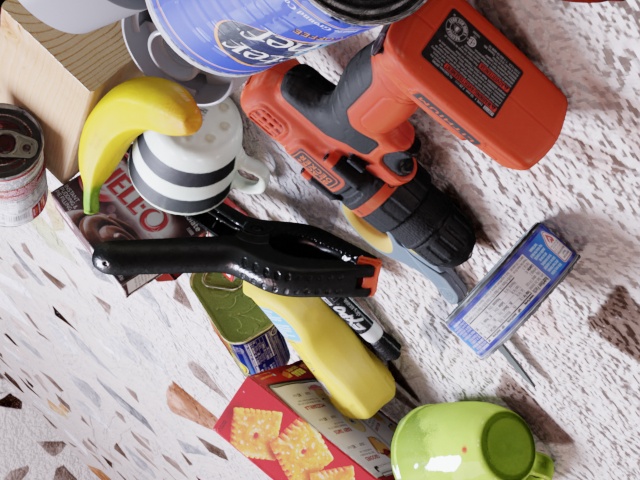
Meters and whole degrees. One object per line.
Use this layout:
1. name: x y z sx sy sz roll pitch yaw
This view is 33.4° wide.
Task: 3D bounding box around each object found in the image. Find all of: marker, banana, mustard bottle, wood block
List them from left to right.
1. wood block: -0.197 -0.135 0.858 0.091 0.090 0.206 45 156 -2
2. banana: -0.132 -0.078 0.756 0.198 0.037 0.069 -28 82 57
3. mustard bottle: -0.014 0.066 0.928 0.191 0.058 0.096 53 173 -17
4. marker: 0.026 0.060 0.888 0.121 0.020 0.020 45 158 -23

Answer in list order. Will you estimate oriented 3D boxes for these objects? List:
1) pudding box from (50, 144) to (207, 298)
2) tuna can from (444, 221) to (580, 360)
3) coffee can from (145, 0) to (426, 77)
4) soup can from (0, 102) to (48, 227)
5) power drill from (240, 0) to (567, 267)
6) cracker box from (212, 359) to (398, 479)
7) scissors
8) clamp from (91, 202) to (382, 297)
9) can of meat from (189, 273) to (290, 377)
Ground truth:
1. pudding box: -0.166 -0.019 0.930 0.113 0.090 0.039 51 161 15
2. tuna can: 0.114 0.030 0.640 0.034 0.086 0.086 43 156 7
3. coffee can: -0.017 -0.145 0.543 0.102 0.102 0.141 53 155 -18
4. soup can: -0.261 -0.060 0.884 0.068 0.068 0.102 41 156 7
5. power drill: 0.055 -0.057 0.619 0.184 0.057 0.188 38 156 -14
6. cracker box: 0.027 0.203 0.979 0.214 0.072 0.164 37 -168 16
7. scissors: 0.079 0.028 0.776 0.096 0.016 0.201 7 136 56
8. clamp: -0.056 0.001 0.842 0.210 0.164 0.036 10 115 3
9. can of meat: -0.075 0.075 1.024 0.102 0.057 0.084 52 167 35
